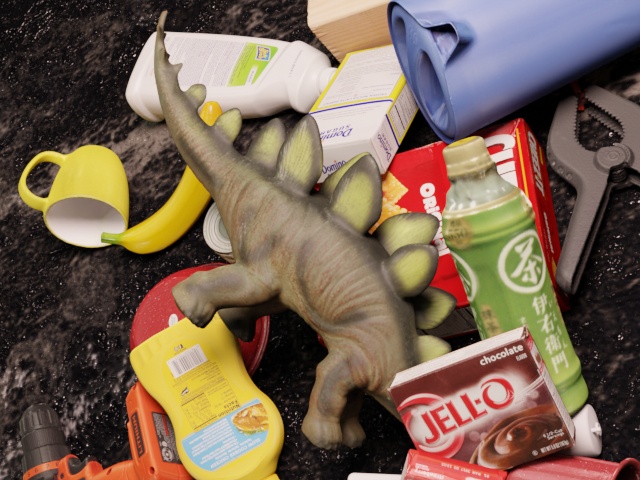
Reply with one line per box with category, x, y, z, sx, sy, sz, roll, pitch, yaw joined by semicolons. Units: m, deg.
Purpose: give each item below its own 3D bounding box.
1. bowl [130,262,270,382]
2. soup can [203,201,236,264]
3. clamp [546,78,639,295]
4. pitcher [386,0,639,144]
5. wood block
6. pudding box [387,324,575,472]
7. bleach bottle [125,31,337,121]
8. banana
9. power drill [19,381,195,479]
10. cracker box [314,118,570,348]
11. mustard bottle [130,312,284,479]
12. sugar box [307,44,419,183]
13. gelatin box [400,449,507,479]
bowl;-0.132;0.088;1.049;0.162;0.055;0.162;-13;61;25
soup can;-0.057;0.001;1.017;0.069;0.102;0.068;-13;61;25
clamp;0.258;-0.060;0.894;0.164;0.036;0.210;-14;53;10
pitcher;0.188;-0.188;0.929;0.242;0.145;0.149;-24;36;-5
wood block;0.098;-0.253;1.058;0.206;0.090;0.090;-13;61;25
pudding box;0.119;0.124;0.788;0.114;0.039;0.090;-25;98;17
bleach bottle;-0.086;-0.169;1.146;0.251;0.068;0.102;10;72;32
banana;-0.147;-0.052;1.115;0.198;0.069;0.037;-50;26;13
power drill;-0.212;0.209;1.020;0.188;0.057;0.184;-36;59;25
cracker box;0.097;0.001;0.944;0.214;0.072;0.164;-16;60;23
mustard bottle;-0.087;0.163;0.956;0.096;0.058;0.192;-29;79;-2
sugar box;0.042;-0.123;1.010;0.093;0.048;0.176;-5;39;31
gelatin box;0.090;0.199;0.782;0.073;0.089;0.030;14;35;3
